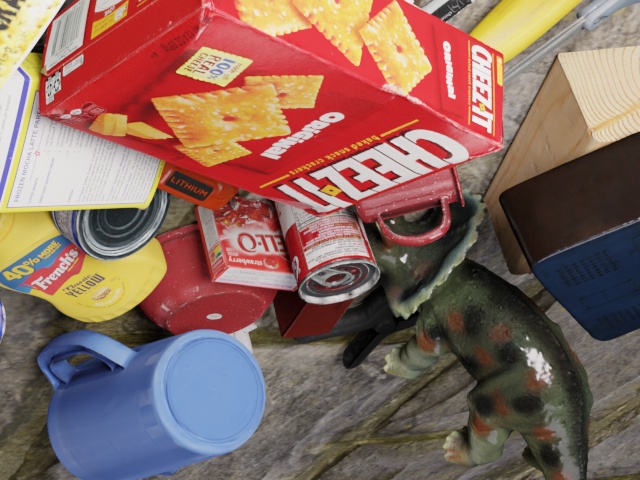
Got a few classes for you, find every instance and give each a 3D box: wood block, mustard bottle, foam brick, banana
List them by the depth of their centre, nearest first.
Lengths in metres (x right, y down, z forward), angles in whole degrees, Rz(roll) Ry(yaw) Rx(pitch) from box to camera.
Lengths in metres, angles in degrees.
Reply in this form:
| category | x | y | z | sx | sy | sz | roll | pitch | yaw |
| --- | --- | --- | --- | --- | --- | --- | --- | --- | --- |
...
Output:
| category | x | y | z | sx | sy | sz | roll | pitch | yaw |
| --- | --- | --- | --- | --- | --- | --- | --- | --- | --- |
| banana | 0.161 | -0.169 | 0.718 | 0.037 | 0.069 | 0.198 | 43 | 119 | -12 |
| mustard bottle | -0.212 | 0.006 | 0.839 | 0.096 | 0.058 | 0.191 | -30 | 149 | 16 |
| wood block | 0.221 | -0.062 | 0.910 | 0.090 | 0.090 | 0.206 | -7 | 151 | -15 |
| foam brick | -0.008 | 0.054 | 1.040 | 0.052 | 0.051 | 0.078 | -3 | 149 | -26 |

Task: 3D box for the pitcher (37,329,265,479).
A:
| category | x | y | z | sx | sy | sz | roll | pitch | yaw |
| --- | --- | --- | --- | --- | --- | --- | --- | --- | --- |
| pitcher | -0.161 | 0.148 | 0.991 | 0.149 | 0.145 | 0.243 | 1 | 165 | -33 |

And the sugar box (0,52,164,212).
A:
| category | x | y | z | sx | sy | sz | roll | pitch | yaw |
| --- | --- | --- | --- | --- | --- | --- | --- | --- | --- |
| sugar box | -0.172 | -0.065 | 0.642 | 0.175 | 0.048 | 0.093 | -1 | 123 | -42 |

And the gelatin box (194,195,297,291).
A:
| category | x | y | z | sx | sy | sz | roll | pitch | yaw |
| --- | --- | --- | --- | --- | --- | --- | --- | --- | --- |
| gelatin box | -0.056 | 0.001 | 0.896 | 0.089 | 0.073 | 0.030 | 8 | 144 | -38 |

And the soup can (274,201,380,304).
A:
| category | x | y | z | sx | sy | sz | roll | pitch | yaw |
| --- | --- | --- | --- | --- | --- | --- | --- | --- | --- |
| soup can | 0.003 | -0.008 | 0.880 | 0.068 | 0.102 | 0.068 | -13 | 152 | -7 |

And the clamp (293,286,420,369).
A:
| category | x | y | z | sx | sy | sz | roll | pitch | yaw |
| --- | --- | --- | --- | --- | --- | --- | --- | --- | --- |
| clamp | 0.066 | 0.087 | 1.152 | 0.171 | 0.039 | 0.120 | -23 | 153 | 13 |

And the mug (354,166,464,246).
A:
| category | x | y | z | sx | sy | sz | roll | pitch | yaw |
| --- | --- | --- | --- | --- | --- | --- | --- | --- | --- |
| mug | 0.064 | -0.050 | 0.827 | 0.081 | 0.117 | 0.093 | -14 | 162 | 7 |

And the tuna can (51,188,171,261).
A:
| category | x | y | z | sx | sy | sz | roll | pitch | yaw |
| --- | --- | --- | --- | --- | --- | --- | --- | --- | --- |
| tuna can | -0.153 | -0.029 | 0.790 | 0.086 | 0.034 | 0.086 | -29 | 136 | -32 |

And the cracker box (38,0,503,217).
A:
| category | x | y | z | sx | sy | sz | roll | pitch | yaw |
| --- | --- | --- | --- | --- | --- | --- | --- | --- | --- |
| cracker box | -0.026 | -0.087 | 0.604 | 0.213 | 0.072 | 0.164 | 19 | 154 | -38 |

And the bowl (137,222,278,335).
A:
| category | x | y | z | sx | sy | sz | roll | pitch | yaw |
| --- | --- | --- | --- | --- | --- | --- | --- | --- | --- |
| bowl | -0.100 | 0.045 | 0.974 | 0.162 | 0.055 | 0.162 | -12 | 152 | -7 |
